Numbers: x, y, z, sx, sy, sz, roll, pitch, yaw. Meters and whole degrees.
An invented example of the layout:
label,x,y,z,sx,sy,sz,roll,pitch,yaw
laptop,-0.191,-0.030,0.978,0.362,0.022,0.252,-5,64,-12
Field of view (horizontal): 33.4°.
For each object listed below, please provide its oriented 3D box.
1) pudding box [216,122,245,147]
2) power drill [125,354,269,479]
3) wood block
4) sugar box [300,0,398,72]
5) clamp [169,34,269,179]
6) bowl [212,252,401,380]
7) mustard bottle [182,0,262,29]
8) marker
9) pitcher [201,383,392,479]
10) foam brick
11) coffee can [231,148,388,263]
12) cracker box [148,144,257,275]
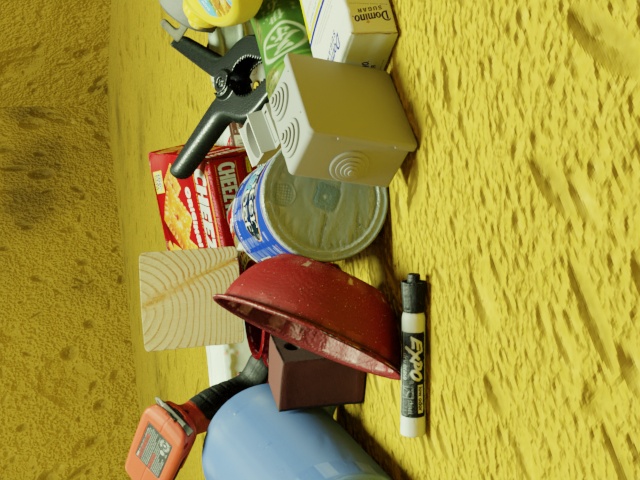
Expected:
label,x,y,z,sx,sy,sz,roll,pitch,yaw
pudding box,-0.102,-0.111,1.340,0.090,0.039,0.113,107,156,-53
power drill,-0.109,0.186,1.085,0.057,0.187,0.185,38,129,21
wood block,-0.124,0.054,1.051,0.206,0.090,0.090,161,104,-85
sugar box,0.015,-0.207,0.873,0.093,0.048,0.176,114,146,-58
clamp,-0.097,-0.171,1.132,0.210,0.036,0.164,-21,69,42
bowl,0.000,0.053,0.833,0.055,0.162,0.162,-67,12,-10
mustard bottle,-0.082,-0.246,0.946,0.096,0.058,0.192,60,148,9
marker,0.068,0.083,0.780,0.020,0.020,0.121,-151,59,-73
pitcher,-0.019,0.221,0.907,0.243,0.144,0.149,-160,71,-71
foam brick,-0.004,0.113,0.942,0.053,0.078,0.051,-121,30,-61
coffee can,-0.013,-0.028,0.899,0.140,0.102,0.103,160,106,-75
cracker box,-0.132,-0.030,1.287,0.214,0.072,0.164,15,118,63
